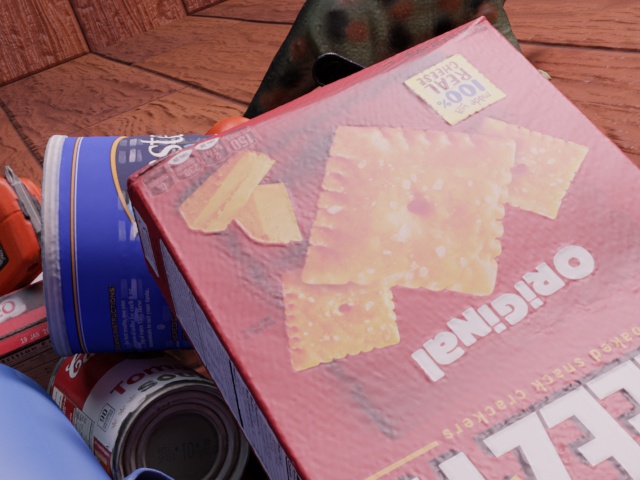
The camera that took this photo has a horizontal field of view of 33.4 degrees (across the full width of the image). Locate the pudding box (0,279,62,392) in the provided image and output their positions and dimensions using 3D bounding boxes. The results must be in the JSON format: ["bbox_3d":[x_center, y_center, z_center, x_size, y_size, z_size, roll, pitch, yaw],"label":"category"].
[{"bbox_3d":[-0.137,0.058,0.593,0.090,0.113,0.039,-22,62,-10],"label":"pudding box"}]

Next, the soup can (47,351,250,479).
[{"bbox_3d":[-0.085,0.087,0.514,0.068,0.068,0.102,-28,21,-23],"label":"soup can"}]

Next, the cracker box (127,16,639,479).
[{"bbox_3d":[0.049,0.030,0.375,0.164,0.072,0.214,-25,54,-15],"label":"cracker box"}]

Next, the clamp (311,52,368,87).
[{"bbox_3d":[0.085,-0.076,0.726,0.171,0.039,0.120,12,30,-32],"label":"clamp"}]

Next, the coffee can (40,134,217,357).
[{"bbox_3d":[-0.053,0.001,0.502,0.140,0.103,0.103,-2,18,-7],"label":"coffee can"}]

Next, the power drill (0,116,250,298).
[{"bbox_3d":[-0.136,-0.003,0.646,0.187,0.057,0.185,-21,-15,-47],"label":"power drill"}]
